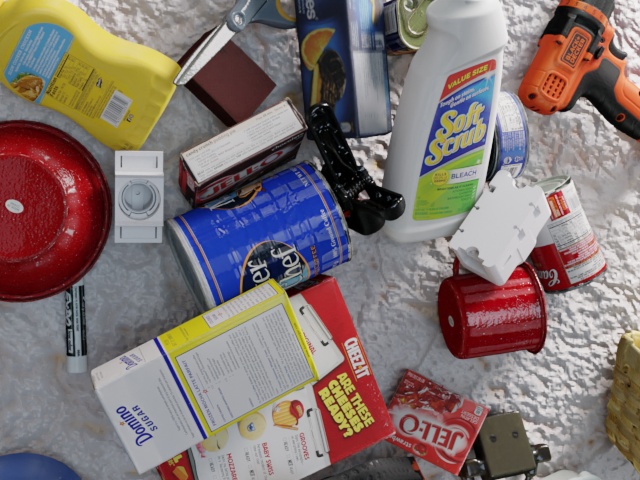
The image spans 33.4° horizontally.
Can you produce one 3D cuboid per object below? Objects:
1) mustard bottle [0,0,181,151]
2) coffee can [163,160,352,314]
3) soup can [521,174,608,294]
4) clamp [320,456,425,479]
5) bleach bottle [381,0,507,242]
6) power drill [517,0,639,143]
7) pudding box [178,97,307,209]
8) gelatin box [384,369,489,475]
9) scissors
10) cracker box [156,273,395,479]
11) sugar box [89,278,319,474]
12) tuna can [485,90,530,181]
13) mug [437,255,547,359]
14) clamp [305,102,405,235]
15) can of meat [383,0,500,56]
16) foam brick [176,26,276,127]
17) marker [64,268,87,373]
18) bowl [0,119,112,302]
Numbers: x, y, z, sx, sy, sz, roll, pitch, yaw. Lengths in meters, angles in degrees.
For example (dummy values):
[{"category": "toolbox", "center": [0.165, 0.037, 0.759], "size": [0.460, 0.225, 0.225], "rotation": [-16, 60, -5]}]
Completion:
[{"category": "mustard bottle", "center": [-0.223, -0.155, 0.916], "size": [0.191, 0.058, 0.096], "rotation": [29, 126, -15]}, {"category": "coffee can", "center": [-0.056, 0.001, 0.961], "size": [0.140, 0.103, 0.103], "rotation": [-24, 100, -13]}, {"category": "soup can", "center": [0.236, -0.007, 1.061], "size": [0.068, 0.069, 0.102], "rotation": [-26, 100, -13]}, {"category": "clamp", "center": [0.007, 0.238, 0.988], "size": [0.209, 0.165, 0.036], "rotation": [-15, 64, -22]}, {"category": "bleach bottle", "center": [0.110, -0.122, 0.960], "size": [0.102, 0.068, 0.251], "rotation": [-9, 126, -19]}, {"category": "power drill", "center": [0.310, -0.180, 1.077], "size": [0.187, 0.057, 0.184], "rotation": [29, 90, -13]}, {"category": "pudding box", "center": [-0.072, -0.075, 0.956], "size": [0.113, 0.090, 0.039], "rotation": [-31, 84, -13]}, {"category": "gelatin box", "center": [0.109, 0.177, 1.041], "size": [0.089, 0.030, 0.073], "rotation": [26, 87, 10]}, {"category": "scissors", "center": [-0.060, -0.188, 0.950], "size": [0.096, 0.016, 0.201], "rotation": [36, 57, -28]}, {"category": "cracker box", "center": [-0.061, 0.146, 0.987], "size": [0.213, 0.072, 0.164], "rotation": [-24, 100, -14]}, {"category": "sugar box", "center": [-0.097, 0.114, 0.904], "size": [0.176, 0.048, 0.093], "rotation": [-25, 113, -9]}, {"category": "tuna can", "center": [0.168, -0.100, 1.026], "size": [0.033, 0.086, 0.086], "rotation": [-8, 96, -13]}, {"category": "mug", "center": [0.162, 0.059, 1.038], "size": [0.081, 0.093, 0.117], "rotation": [-8, 80, -11]}, {"category": "clamp", "center": [0.035, -0.041, 0.949], "size": [0.039, 0.171, 0.120], "rotation": [-31, 68, -5]}, {"category": "can of meat", "center": [0.106, -0.206, 1.002], "size": [0.102, 0.084, 0.057], "rotation": [-9, 96, -15]}, {"category": "foam brick", "center": [-0.088, -0.147, 0.968], "size": [0.078, 0.051, 0.053], "rotation": [44, 81, -14]}, {"category": "marker", "center": [-0.221, 0.058, 0.962], "size": [0.020, 0.020, 0.121], "rotation": [-2, 95, -16]}, {"category": "bowl", "center": [-0.261, -0.026, 0.914], "size": [0.162, 0.055, 0.162], "rotation": [0, 89, -9]}]
